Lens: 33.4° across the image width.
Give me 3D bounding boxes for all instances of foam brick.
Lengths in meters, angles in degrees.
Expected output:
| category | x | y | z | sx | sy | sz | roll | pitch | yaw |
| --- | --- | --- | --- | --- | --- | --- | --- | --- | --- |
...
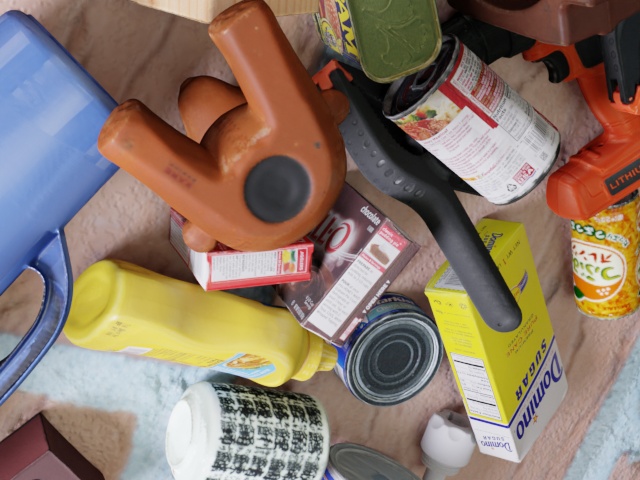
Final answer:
| category | x | y | z | sx | sy | sz | roll | pitch | yaw |
| --- | --- | --- | --- | --- | --- | --- | --- | --- | --- |
| foam brick | -0.191 | 0.172 | 0.752 | 0.053 | 0.051 | 0.078 | -38 | 122 | -4 |

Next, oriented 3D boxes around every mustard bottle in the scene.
| category | x | y | z | sx | sy | sz | roll | pitch | yaw |
| --- | --- | --- | --- | --- | --- | --- | --- | --- | --- |
| mustard bottle | -0.071 | 0.063 | 0.732 | 0.191 | 0.096 | 0.058 | 17 | 70 | -30 |

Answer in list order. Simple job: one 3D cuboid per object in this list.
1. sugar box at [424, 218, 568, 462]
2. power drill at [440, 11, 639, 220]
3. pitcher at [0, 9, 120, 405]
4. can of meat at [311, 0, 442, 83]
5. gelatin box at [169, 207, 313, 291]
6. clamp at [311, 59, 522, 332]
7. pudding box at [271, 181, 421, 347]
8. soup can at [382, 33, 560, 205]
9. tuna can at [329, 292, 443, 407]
| category | x | y | z | sx | sy | sz | roll | pitch | yaw |
| --- | --- | --- | --- | --- | --- | --- | --- | --- | --- |
| sugar box | 0.143 | 0.080 | 0.843 | 0.093 | 0.048 | 0.176 | -46 | 126 | -34 |
| power drill | 0.177 | -0.111 | 0.775 | 0.184 | 0.057 | 0.187 | -30 | 117 | -10 |
| pitcher | -0.216 | -0.006 | 0.615 | 0.243 | 0.145 | 0.149 | -44 | 137 | -3 |
| can of meat | 0.028 | -0.162 | 0.679 | 0.057 | 0.084 | 0.102 | -23 | 120 | -13 |
| gelatin box | -0.055 | 0.001 | 0.713 | 0.073 | 0.089 | 0.030 | -5 | 113 | -22 |
| clamp | 0.077 | -0.052 | 0.749 | 0.210 | 0.164 | 0.036 | 45 | 124 | -13 |
| pudding box | 0.011 | 0.011 | 0.733 | 0.039 | 0.114 | 0.090 | 35 | 95 | -27 |
| soup can | 0.101 | -0.078 | 0.703 | 0.102 | 0.068 | 0.068 | 37 | 95 | -21 |
| tuna can | 0.052 | 0.086 | 0.831 | 0.086 | 0.034 | 0.086 | -9 | 116 | -20 |
